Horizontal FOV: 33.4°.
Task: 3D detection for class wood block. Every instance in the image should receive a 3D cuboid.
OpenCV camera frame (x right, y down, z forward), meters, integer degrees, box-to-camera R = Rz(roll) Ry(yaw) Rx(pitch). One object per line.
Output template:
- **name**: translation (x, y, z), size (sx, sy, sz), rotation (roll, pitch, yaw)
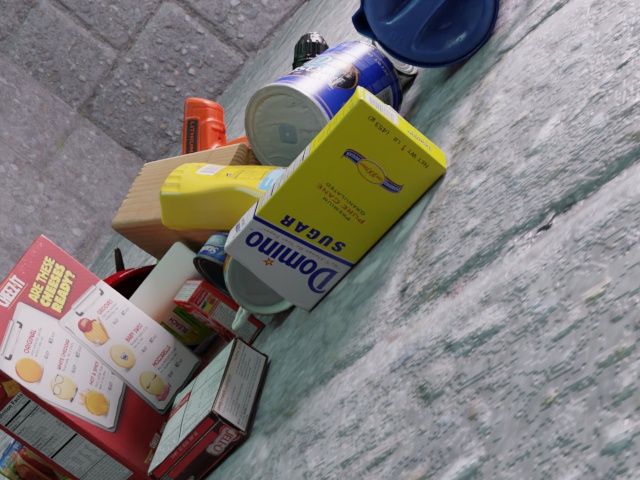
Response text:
- **wood block**: translation (-0.127, -0.034, 1.143), size (0.207, 0.090, 0.090), rotation (-4, 55, 54)

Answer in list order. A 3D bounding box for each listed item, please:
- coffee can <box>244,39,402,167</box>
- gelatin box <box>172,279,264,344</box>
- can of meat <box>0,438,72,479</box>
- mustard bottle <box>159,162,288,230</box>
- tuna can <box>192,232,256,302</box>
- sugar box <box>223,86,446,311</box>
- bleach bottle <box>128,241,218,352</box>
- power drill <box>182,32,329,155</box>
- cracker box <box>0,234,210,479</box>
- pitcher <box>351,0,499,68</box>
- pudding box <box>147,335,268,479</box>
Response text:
- **coffee can**: translation (0.005, -0.131, 1.072), size (0.103, 0.103, 0.140), rotation (-39, 0, 44)
- **gelatin box**: translation (-0.101, 0.070, 1.029), size (0.030, 0.073, 0.089), rotation (-55, 13, -12)
- **can of meat**: translation (-0.295, 0.240, 1.178), size (0.084, 0.102, 0.057), rotation (-56, 13, -13)
- **mustard bottle**: translation (-0.040, -0.038, 0.957), size (0.192, 0.058, 0.096), rotation (2, 16, 18)
- **tuna can**: translation (-0.080, 0.031, 1.040), size (0.033, 0.086, 0.086), rotation (-54, 12, -21)
- **sugar box**: translation (0.010, -0.031, 0.874), size (0.176, 0.093, 0.048), rotation (-48, 13, 19)
- **bleach bottle**: translation (-0.190, 0.126, 1.106), size (0.251, 0.102, 0.068), rotation (-51, 48, -5)
- **power drill**: translation (-0.069, -0.136, 1.212), size (0.188, 0.057, 0.184), rotation (-4, 79, 33)
- **cracker box**: translation (-0.212, 0.120, 0.956), size (0.072, 0.213, 0.164), rotation (-44, 14, 32)
- **pitcher**: translation (0.137, -0.283, 1.096), size (0.242, 0.149, 0.145), rotation (-64, -4, -56)
- **pudding box**: translation (-0.090, 0.142, 0.869), size (0.090, 0.039, 0.113), rotation (-45, 16, 25)
